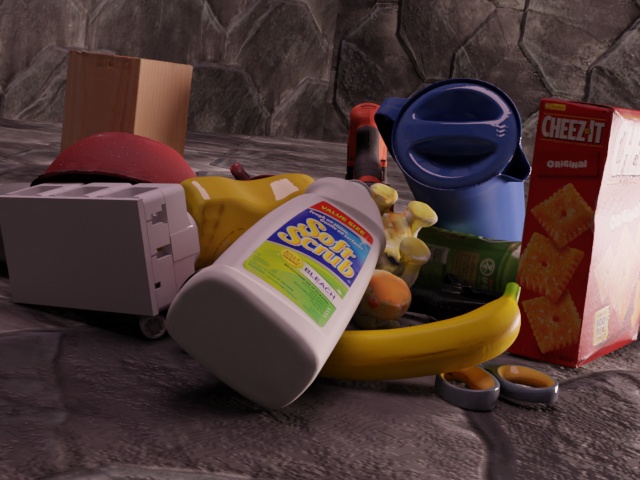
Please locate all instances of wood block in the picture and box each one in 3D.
[{"bbox_3d":[-0.196,-0.078,1.054,0.090,0.206,0.090,11,9,25],"label":"wood block"}]

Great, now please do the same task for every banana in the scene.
[{"bbox_3d":[0.063,0.073,0.762,0.197,0.037,0.070,-10,18,-10],"label":"banana"}]

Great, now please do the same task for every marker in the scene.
[{"bbox_3d":[-0.144,0.054,0.854,0.020,0.020,0.121,4,9,-20],"label":"marker"}]

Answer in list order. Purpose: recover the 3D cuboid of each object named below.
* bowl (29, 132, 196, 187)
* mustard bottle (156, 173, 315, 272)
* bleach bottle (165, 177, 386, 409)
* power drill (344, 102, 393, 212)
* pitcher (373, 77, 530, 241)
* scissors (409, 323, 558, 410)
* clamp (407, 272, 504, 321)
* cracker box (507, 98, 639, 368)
[{"bbox_3d":[-0.168,-0.051,0.937,0.162,0.055,0.162,7,-19,2],"label":"bowl"},{"bbox_3d":[-0.045,-0.013,0.910,0.191,0.096,0.058,-7,44,-41],"label":"mustard bottle"},{"bbox_3d":[-0.013,0.012,0.755,0.102,0.068,0.250,39,31,-4],"label":"bleach bottle"},{"bbox_3d":[0.054,-0.047,1.272,0.057,0.184,0.187,-1,33,1],"label":"power drill"},{"bbox_3d":[0.155,-0.065,1.182,0.145,0.149,0.242,-15,-28,7],"label":"pitcher"},{"bbox_3d":[0.121,0.093,0.814,0.096,0.016,0.201,4,10,1],"label":"scissors"},{"bbox_3d":[0.130,0.056,0.994,0.120,0.039,0.172,-13,18,-39],"label":"clamp"},{"bbox_3d":[0.237,-0.009,0.923,0.072,0.214,0.163,13,10,33],"label":"cracker box"}]
